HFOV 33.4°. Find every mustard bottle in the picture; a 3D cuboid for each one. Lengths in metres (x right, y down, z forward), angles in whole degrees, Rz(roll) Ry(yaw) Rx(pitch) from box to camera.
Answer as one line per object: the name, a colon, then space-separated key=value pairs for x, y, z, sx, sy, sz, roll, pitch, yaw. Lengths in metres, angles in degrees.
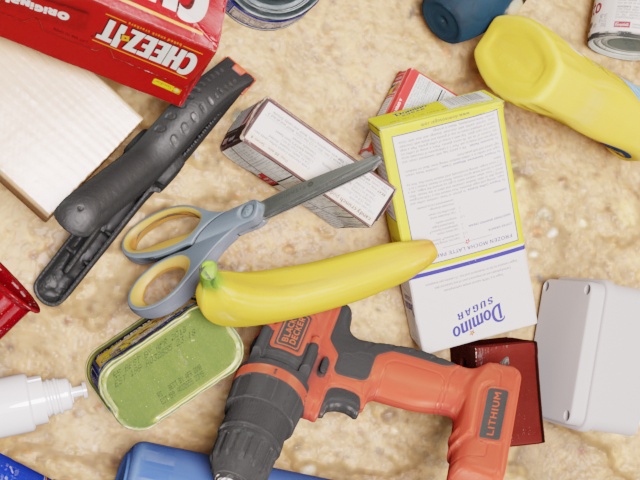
mustard bottle: x=0.208 y=-0.104 z=0.805 sx=0.191 sy=0.096 sz=0.058 roll=19 pitch=111 yaw=-36

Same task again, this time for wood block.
wood block: x=-0.225 y=-0.114 z=0.695 sx=0.206 sy=0.090 sz=0.090 roll=43 pitch=79 yaw=-10

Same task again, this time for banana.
banana: x=-0.009 y=0.029 z=0.707 sx=0.197 sy=0.070 sz=0.037 roll=-7 pitch=77 yaw=-40

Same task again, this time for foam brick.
foam brick: x=0.133 y=0.115 z=0.810 sx=0.051 sy=0.053 sz=0.078 roll=-5 pitch=90 yaw=-16

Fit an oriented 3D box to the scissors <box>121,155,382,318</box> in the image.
scissors: x=-0.055 y=0.001 z=0.700 sx=0.016 sy=0.202 sz=0.096 roll=46 pitch=44 yaw=-43

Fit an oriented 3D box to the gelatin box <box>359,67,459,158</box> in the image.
gelatin box: x=0.084 y=-0.077 z=0.810 sx=0.089 sy=0.030 sz=0.073 roll=28 pitch=82 yaw=-16

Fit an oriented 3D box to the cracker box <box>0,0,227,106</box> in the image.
cracker box: x=-0.134 y=-0.212 z=0.677 sx=0.164 sy=0.072 sz=0.213 roll=19 pitch=55 yaw=-21

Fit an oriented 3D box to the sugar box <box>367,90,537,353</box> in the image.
sugar box: x=0.098 y=-0.013 z=0.781 sx=0.093 sy=0.048 sz=0.176 roll=-14 pitch=111 yaw=-6

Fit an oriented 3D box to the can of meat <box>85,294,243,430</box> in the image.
can of meat: x=-0.107 y=0.082 z=0.729 sx=0.102 sy=0.084 sz=0.057 roll=-34 pitch=98 yaw=-13

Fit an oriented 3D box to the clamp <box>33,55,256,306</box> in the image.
clamp: x=-0.119 y=-0.046 z=0.720 sx=0.036 sy=0.165 sz=0.209 roll=40 pitch=56 yaw=-3

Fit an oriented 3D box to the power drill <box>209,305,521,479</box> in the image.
power drill: x=0.033 y=0.115 z=0.718 sx=0.187 sy=0.057 sz=0.184 roll=20 pitch=47 yaw=3

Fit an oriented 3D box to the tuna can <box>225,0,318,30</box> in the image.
tuna can: x=-0.037 y=-0.198 z=0.776 sx=0.086 sy=0.034 sz=0.086 roll=0 pitch=89 yaw=-15

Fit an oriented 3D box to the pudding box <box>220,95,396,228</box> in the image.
pudding box: x=-0.011 y=-0.052 z=0.753 sx=0.113 sy=0.090 sz=0.039 roll=32 pitch=82 yaw=-12
